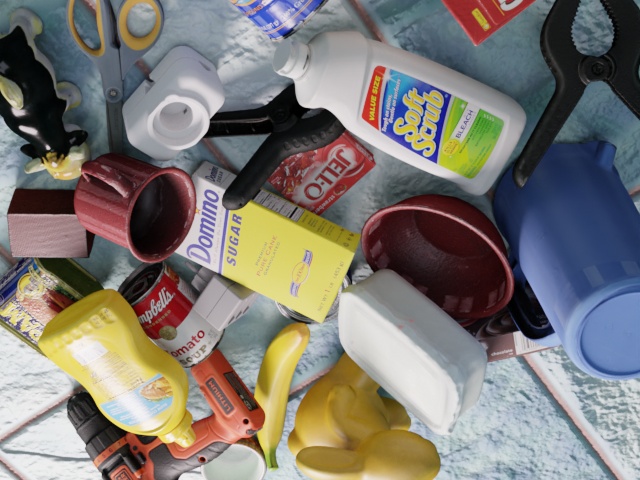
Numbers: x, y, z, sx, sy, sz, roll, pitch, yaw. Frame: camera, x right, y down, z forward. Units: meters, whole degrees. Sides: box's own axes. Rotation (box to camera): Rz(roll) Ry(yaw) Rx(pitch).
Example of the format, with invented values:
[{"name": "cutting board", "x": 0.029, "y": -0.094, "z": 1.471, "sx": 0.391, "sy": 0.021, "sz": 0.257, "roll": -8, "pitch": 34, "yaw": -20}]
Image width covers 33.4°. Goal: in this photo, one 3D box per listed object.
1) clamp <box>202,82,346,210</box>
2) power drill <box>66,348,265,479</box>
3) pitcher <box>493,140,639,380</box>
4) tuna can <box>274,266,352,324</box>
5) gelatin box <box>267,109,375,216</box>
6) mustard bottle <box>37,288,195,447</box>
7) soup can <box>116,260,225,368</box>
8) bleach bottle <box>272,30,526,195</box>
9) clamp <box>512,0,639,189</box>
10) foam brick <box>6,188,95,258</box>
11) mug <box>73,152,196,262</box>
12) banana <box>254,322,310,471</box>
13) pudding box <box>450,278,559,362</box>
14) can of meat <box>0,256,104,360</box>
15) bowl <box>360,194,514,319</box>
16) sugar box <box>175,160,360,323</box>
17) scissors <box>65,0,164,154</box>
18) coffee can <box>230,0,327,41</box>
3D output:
[{"name": "clamp", "x": -0.035, "y": -0.096, "z": 0.989, "sx": 0.171, "sy": 0.120, "sz": 0.039, "roll": -21, "pitch": 149, "yaw": 7}, {"name": "power drill", "x": -0.168, "y": 0.201, "z": 1.168, "sx": 0.188, "sy": 0.057, "sz": 0.184, "roll": -40, "pitch": 82, "yaw": 11}, {"name": "pitcher", "x": 0.246, "y": 0.026, "z": 0.998, "sx": 0.145, "sy": 0.243, "sz": 0.149, "roll": -15, "pitch": 121, "yaw": 5}, {"name": "tuna can", "x": -0.008, "y": 0.046, "z": 1.119, "sx": 0.086, "sy": 0.034, "sz": 0.086, "roll": -1, "pitch": 121, "yaw": -2}, {"name": "gelatin box", "x": -0.002, "y": -0.073, "z": 1.049, "sx": 0.089, "sy": 0.030, "sz": 0.073, "roll": -40, "pitch": 115, "yaw": 20}, {"name": "mustard bottle", "x": -0.190, "y": 0.141, "z": 1.083, "sx": 0.096, "sy": 0.058, "sz": 0.191, "roll": -29, "pitch": 114, "yaw": 17}, {"name": "soup can", "x": -0.156, "y": 0.076, "z": 1.111, "sx": 0.069, "sy": 0.068, "sz": 0.102, "roll": -33, "pitch": 118, "yaw": 16}, {"name": "bleach bottle", "x": 0.065, "y": -0.120, "z": 0.960, "sx": 0.250, "sy": 0.068, "sz": 0.103, "roll": 15, "pitch": 114, "yaw": -33}, {"name": "clamp", "x": 0.240, "y": -0.148, "z": 0.967, "sx": 0.164, "sy": 0.036, "sz": 0.210, "roll": -12, "pitch": 95, "yaw": 8}, {"name": "foam brick", "x": -0.266, "y": -0.017, "z": 1.057, "sx": 0.078, "sy": 0.053, "sz": 0.051, "roll": 2, "pitch": 121, "yaw": -4}, {"name": "mug", "x": -0.183, "y": -0.040, "z": 1.001, "sx": 0.093, "sy": 0.082, "sz": 0.117, "roll": -62, "pitch": 147, "yaw": -11}, {"name": "banana", "x": -0.043, "y": 0.157, "z": 1.167, "sx": 0.037, "sy": 0.070, "sz": 0.198, "roll": -10, "pitch": 126, "yaw": -31}, {"name": "pudding box", "x": 0.186, "y": 0.084, "z": 1.120, "sx": 0.113, "sy": 0.090, "sz": 0.039, "roll": -11, "pitch": 123, "yaw": 3}, {"name": "can of meat", "x": -0.282, "y": 0.061, "z": 1.102, "sx": 0.084, "sy": 0.057, "sz": 0.102, "roll": -40, "pitch": 116, "yaw": 16}, {"name": "bowl", "x": 0.124, "y": 0.006, "z": 1.066, "sx": 0.162, "sy": 0.055, "sz": 0.162, "roll": 20, "pitch": 144, "yaw": 15}, {"name": "sugar box", "x": -0.057, "y": 0.002, "z": 1.055, "sx": 0.176, "sy": 0.048, "sz": 0.093, "roll": 24, "pitch": 118, "yaw": 2}, {"name": "scissors", "x": -0.178, "y": -0.151, "z": 1.001, "sx": 0.096, "sy": 0.016, "sz": 0.202, "roll": -13, "pitch": 125, "yaw": 1}, {"name": "coffee can", "x": -0.057, "y": -0.251, "z": 0.895, "sx": 0.140, "sy": 0.103, "sz": 0.103, "roll": 39, "pitch": 112, "yaw": -23}]
